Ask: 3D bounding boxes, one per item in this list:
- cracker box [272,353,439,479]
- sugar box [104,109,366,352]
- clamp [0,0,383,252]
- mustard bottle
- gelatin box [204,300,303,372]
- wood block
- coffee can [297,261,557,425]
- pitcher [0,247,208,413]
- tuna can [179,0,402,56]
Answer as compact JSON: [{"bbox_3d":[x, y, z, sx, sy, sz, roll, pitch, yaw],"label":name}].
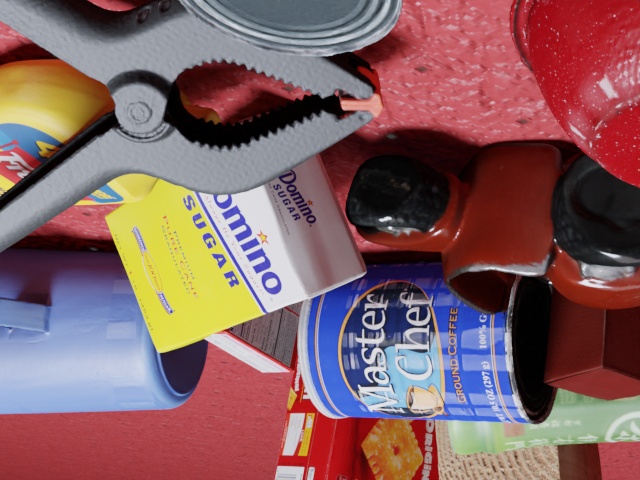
[{"bbox_3d":[0.062,0.192,0.929,0.213,0.164,0.072,27,155,-38],"label":"cracker box"},{"bbox_3d":[-0.054,0.001,0.582,0.048,0.093,0.177,-21,177,-33],"label":"sugar box"},{"bbox_3d":[-0.080,-0.054,0.459,0.210,0.036,0.165,5,124,-4],"label":"clamp"},{"bbox_3d":[-0.136,-0.051,0.535,0.192,0.058,0.096,-1,152,24],"label":"mustard bottle"},{"bbox_3d":[-0.045,0.041,0.711,0.030,0.073,0.089,-4,155,31],"label":"gelatin box"},{"bbox_3d":[0.166,0.166,0.869,0.091,0.090,0.205,-10,162,21],"label":"wood block"},{"bbox_3d":[0.071,0.064,0.680,0.141,0.103,0.102,-3,156,29],"label":"coffee can"},{"bbox_3d":[-0.213,0.064,0.768,0.243,0.149,0.145,-1,120,17],"label":"pitcher"},{"bbox_3d":[-0.011,-0.103,0.384,0.086,0.033,0.086,8,159,3],"label":"tuna can"}]
